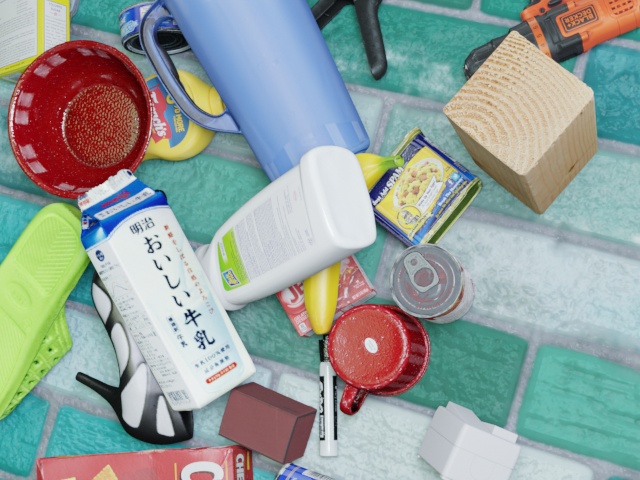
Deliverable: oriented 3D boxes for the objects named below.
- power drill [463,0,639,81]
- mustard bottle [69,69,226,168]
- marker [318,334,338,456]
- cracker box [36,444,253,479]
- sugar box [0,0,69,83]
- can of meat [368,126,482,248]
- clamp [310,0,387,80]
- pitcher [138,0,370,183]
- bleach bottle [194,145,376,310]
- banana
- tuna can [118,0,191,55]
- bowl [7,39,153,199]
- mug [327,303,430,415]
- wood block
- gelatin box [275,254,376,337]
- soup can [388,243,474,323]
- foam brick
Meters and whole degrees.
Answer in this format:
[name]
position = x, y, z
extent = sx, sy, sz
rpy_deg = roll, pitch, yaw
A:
[power drill]
position = 0.206, -0.260, 1.057
extent = 0.184, 0.057, 0.188
rpy_deg = -21, 80, 8
[mustard bottle]
position = -0.170, -0.131, 1.142
extent = 0.192, 0.058, 0.096
rpy_deg = -10, 81, 14
[marker]
position = 0.008, 0.155, 1.070
extent = 0.020, 0.020, 0.121
rpy_deg = -3, 81, 15
[cracker box]
position = -0.176, 0.294, 1.074
extent = 0.214, 0.072, 0.164
rpy_deg = -6, 81, 14
[sugar box]
position = -0.324, -0.272, 1.199
extent = 0.094, 0.048, 0.176
rpy_deg = -8, 78, 38
[can of meat]
position = 0.098, -0.046, 1.056
extent = 0.084, 0.057, 0.102
rpy_deg = 40, 94, 15
[clamp]
position = 0.023, -0.255, 1.117
extent = 0.120, 0.039, 0.171
rpy_deg = 8, 84, 15
[pitcher]
position = -0.060, -0.170, 1.063
extent = 0.149, 0.144, 0.243
rpy_deg = -28, 89, 47
[bleach bottle]
position = -0.057, 0.001, 1.037
extent = 0.251, 0.067, 0.102
rpy_deg = -27, 74, 45
[banana]
position = 0.017, -0.007, 1.030
extent = 0.070, 0.037, 0.198
rpy_deg = 48, 123, 50
[tuna can]
position = -0.172, -0.226, 1.142
extent = 0.086, 0.086, 0.034
rpy_deg = -8, 82, 14
[bowl]
position = -0.237, -0.121, 1.099
extent = 0.162, 0.055, 0.162
rpy_deg = 0, 89, 14
[mug]
position = 0.049, 0.115, 1.032
extent = 0.093, 0.081, 0.117
rpy_deg = 28, 90, 17
[wood block]
position = 0.186, -0.098, 0.959
extent = 0.090, 0.206, 0.091
rpy_deg = 42, 94, 17
[gelatin box]
position = 0.000, 0.045, 1.083
extent = 0.089, 0.030, 0.073
rpy_deg = -33, 75, 9
[soup can]
position = 0.108, 0.043, 1.015
extent = 0.068, 0.102, 0.068
rpy_deg = -2, 81, 15
[foam brick]
position = -0.053, 0.181, 1.060
extent = 0.078, 0.053, 0.051
rpy_deg = 20, 98, 22
